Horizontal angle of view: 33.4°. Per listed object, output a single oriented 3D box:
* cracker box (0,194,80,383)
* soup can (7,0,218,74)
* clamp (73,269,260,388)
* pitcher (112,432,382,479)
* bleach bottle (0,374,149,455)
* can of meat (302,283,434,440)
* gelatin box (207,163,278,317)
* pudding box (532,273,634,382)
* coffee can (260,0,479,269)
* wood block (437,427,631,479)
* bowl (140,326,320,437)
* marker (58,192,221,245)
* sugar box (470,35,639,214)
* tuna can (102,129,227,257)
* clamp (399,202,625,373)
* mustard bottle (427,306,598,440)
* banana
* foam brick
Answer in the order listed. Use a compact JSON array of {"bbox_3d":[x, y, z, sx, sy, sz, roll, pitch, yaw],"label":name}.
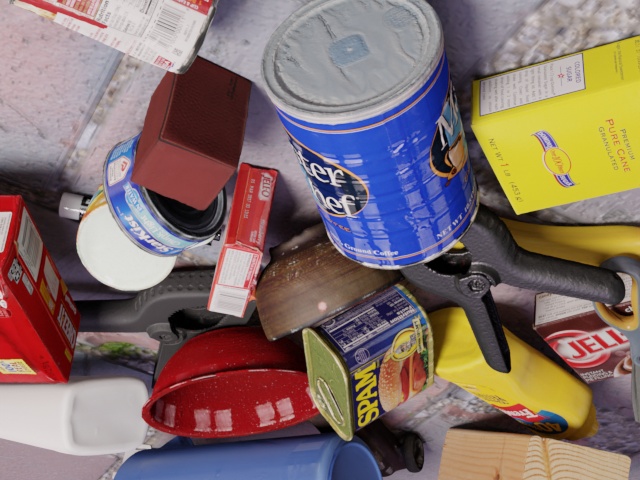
[{"bbox_3d":[-0.301,0.041,0.774,0.214,0.072,0.164,0,146,4],"label":"cracker box"},{"bbox_3d":[-0.111,-0.141,0.586,0.102,0.068,0.069,21,142,-18],"label":"soup can"},{"bbox_3d":[-0.138,0.064,0.889,0.164,0.036,0.210,27,140,-36],"label":"clamp"},{"bbox_3d":[-0.068,0.253,0.972,0.243,0.149,0.144,-15,-177,32],"label":"pitcher"},{"bbox_3d":[-0.279,0.153,0.992,0.251,0.068,0.102,-2,175,39],"label":"bleach bottle"},{"bbox_3d":[0.038,0.092,0.815,0.083,0.057,0.102,-28,138,-20],"label":"can of meat"},{"bbox_3d":[-0.055,0.001,0.762,0.030,0.073,0.089,13,143,-6],"label":"gelatin box"},{"bbox_3d":[0.234,0.064,0.823,0.114,0.039,0.090,-22,133,33],"label":"pudding box"},{"bbox_3d":[0.034,-0.064,0.634,0.103,0.102,0.140,-4,142,16],"label":"coffee can"},{"bbox_3d":[0.175,0.219,0.931,0.090,0.091,0.206,14,170,-9],"label":"wood block"},{"bbox_3d":[-0.070,0.115,0.894,0.162,0.055,0.162,-6,153,-3],"label":"bowl"},{"bbox_3d":[-0.134,-0.016,0.800,0.121,0.020,0.020,11,144,-5],"label":"marker"},{"bbox_3d":[0.188,-0.074,0.640,0.176,0.048,0.093,-11,140,26],"label":"sugar box"},{"bbox_3d":[-0.102,-0.034,0.713,0.034,0.086,0.086,-24,134,33],"label":"tuna can"},{"bbox_3d":[0.118,0.017,0.721,0.120,0.039,0.171,-35,119,27],"label":"clamp"},{"bbox_3d":[0.168,0.120,0.887,0.191,0.058,0.096,32,161,-31],"label":"mustard bottle"},{"bbox_3d":[0.142,-0.004,0.750,0.197,0.037,0.070,15,144,-10],"label":"banana"},{"bbox_3d":[-0.080,-0.068,0.670,0.053,0.078,0.051,23,139,-20],"label":"foam brick"}]
